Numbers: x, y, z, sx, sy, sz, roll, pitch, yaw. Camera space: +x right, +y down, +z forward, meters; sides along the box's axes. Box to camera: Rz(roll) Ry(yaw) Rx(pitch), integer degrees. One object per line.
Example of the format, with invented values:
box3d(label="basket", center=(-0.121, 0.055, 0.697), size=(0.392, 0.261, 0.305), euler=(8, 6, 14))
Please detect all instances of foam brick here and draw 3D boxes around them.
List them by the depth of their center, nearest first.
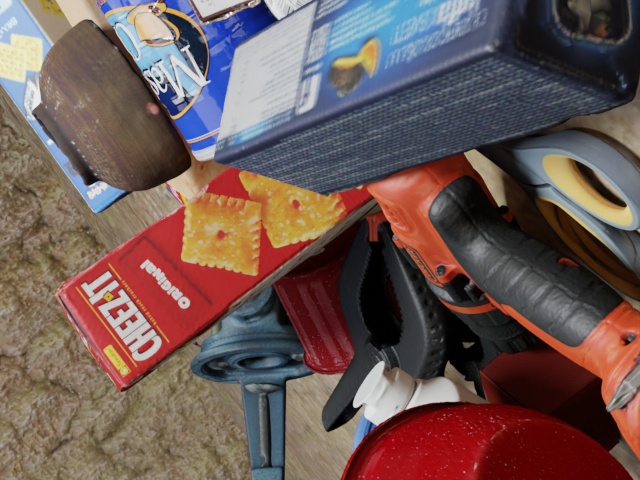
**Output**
box3d(label="foam brick", center=(0.133, 0.096, 0.616), size=(0.053, 0.051, 0.078), euler=(41, 161, 43))

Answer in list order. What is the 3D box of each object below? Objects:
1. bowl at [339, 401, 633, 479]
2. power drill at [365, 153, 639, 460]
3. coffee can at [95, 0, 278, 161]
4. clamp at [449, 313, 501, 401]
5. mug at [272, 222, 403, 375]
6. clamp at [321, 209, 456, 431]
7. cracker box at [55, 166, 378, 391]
box3d(label="bowl", center=(0.088, 0.127, 0.443), size=(0.162, 0.161, 0.055), euler=(50, 136, 13))
box3d(label="power drill", center=(0.110, 0.040, 0.493), size=(0.188, 0.057, 0.184), euler=(40, 175, 43))
box3d(label="coffee can", center=(-0.064, -0.131, 0.603), size=(0.140, 0.102, 0.103), euler=(57, 165, -15))
box3d(label="clamp", center=(0.108, 0.081, 0.683), size=(0.120, 0.039, 0.171), euler=(49, 165, 19))
box3d(label="mug", center=(0.012, 0.035, 0.799), size=(0.117, 0.093, 0.081), euler=(-114, -1, -68))
box3d(label="clamp", center=(0.056, 0.079, 0.676), size=(0.165, 0.036, 0.210), euler=(34, 135, 42))
box3d(label="cracker box", center=(-0.054, 0.001, 0.653), size=(0.072, 0.213, 0.164), euler=(53, 166, 1))
